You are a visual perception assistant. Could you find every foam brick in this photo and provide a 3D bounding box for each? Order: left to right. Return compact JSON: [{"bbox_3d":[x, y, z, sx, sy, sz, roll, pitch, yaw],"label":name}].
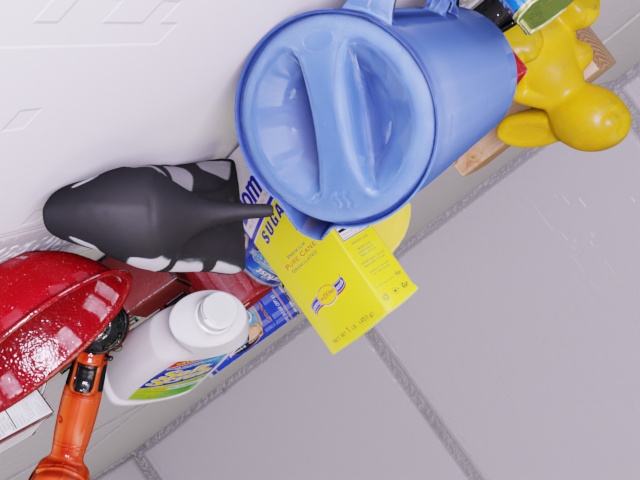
[{"bbox_3d":[-0.150,0.029,0.908,0.051,0.053,0.078,-36,173,-2],"label":"foam brick"}]

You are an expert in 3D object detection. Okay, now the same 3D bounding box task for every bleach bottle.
[{"bbox_3d":[-0.133,0.095,0.981,0.102,0.068,0.251,-6,164,-23],"label":"bleach bottle"}]

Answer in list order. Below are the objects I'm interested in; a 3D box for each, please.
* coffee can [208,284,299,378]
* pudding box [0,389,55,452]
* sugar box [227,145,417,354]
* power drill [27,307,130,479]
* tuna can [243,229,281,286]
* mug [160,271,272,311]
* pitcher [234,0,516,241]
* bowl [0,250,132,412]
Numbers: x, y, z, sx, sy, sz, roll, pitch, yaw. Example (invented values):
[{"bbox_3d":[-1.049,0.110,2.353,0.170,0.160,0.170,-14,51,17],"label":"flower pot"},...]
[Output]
[{"bbox_3d":[-0.112,0.093,1.350,0.140,0.103,0.103,-36,174,-5],"label":"coffee can"},{"bbox_3d":[-0.264,0.120,0.789,0.039,0.090,0.113,-40,173,28],"label":"pudding box"},{"bbox_3d":[-0.008,-0.005,0.842,0.048,0.176,0.093,-33,173,-40],"label":"sugar box"},{"bbox_3d":[-0.204,0.136,0.910,0.184,0.057,0.187,159,-54,-82],"label":"power drill"},{"bbox_3d":[-0.057,0.001,1.048,0.034,0.086,0.086,-40,173,22],"label":"tuna can"},{"bbox_3d":[-0.110,0.043,1.082,0.117,0.081,0.093,-34,174,-15],"label":"mug"},{"bbox_3d":[0.057,-0.109,0.729,0.149,0.145,0.242,-25,-177,29],"label":"pitcher"},{"bbox_3d":[-0.209,0.057,0.734,0.162,0.055,0.162,-41,170,-9],"label":"bowl"}]
